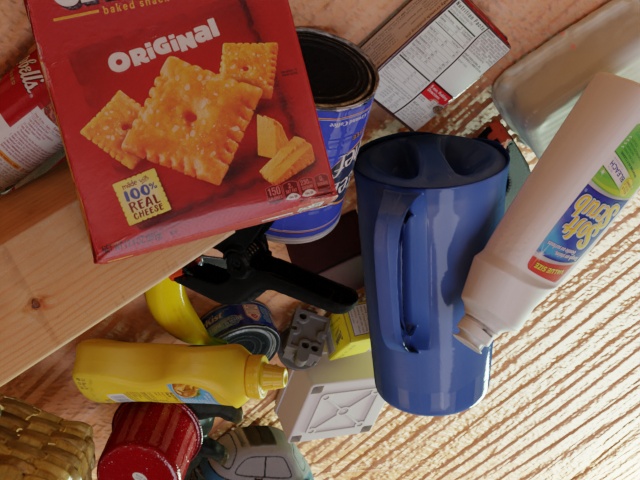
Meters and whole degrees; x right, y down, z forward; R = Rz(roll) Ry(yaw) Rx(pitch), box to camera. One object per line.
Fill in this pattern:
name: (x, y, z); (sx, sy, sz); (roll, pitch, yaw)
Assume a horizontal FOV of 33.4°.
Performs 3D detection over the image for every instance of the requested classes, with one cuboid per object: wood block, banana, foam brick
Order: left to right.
wood block: (-0.177, 0.003, 0.762); (0.205, 0.090, 0.091); (-34, 118, -25)
banana: (-0.127, 0.031, 0.964); (0.069, 0.037, 0.198); (-10, 135, -8)
foam brick: (0.014, 0.019, 1.019); (0.078, 0.051, 0.053); (-26, 142, 1)

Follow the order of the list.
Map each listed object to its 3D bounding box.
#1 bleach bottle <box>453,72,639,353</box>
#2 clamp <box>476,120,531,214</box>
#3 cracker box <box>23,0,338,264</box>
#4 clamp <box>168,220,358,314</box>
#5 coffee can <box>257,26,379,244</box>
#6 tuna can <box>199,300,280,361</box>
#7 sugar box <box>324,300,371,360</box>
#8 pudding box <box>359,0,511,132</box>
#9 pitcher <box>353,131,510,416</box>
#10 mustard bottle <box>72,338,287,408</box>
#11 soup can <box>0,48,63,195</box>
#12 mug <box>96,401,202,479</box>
bleach bottle: (0.196, -0.013, 0.889); (0.251, 0.068, 0.102); (-54, 138, -6)
clamp: (0.163, -0.031, 1.054); (0.164, 0.036, 0.210); (-7, 138, -22)
cracker box: (-0.095, -0.107, 0.696); (0.164, 0.214, 0.072); (-15, -178, -14)
clamp: (-0.055, 0.001, 0.834); (0.039, 0.172, 0.120); (-31, 114, -53)
coffee can: (-0.019, -0.082, 0.846); (0.102, 0.103, 0.140); (-6, 138, -22)
tuna can: (-0.084, 0.100, 1.072); (0.086, 0.034, 0.086); (-15, 140, -13)
sugar box: (0.096, 0.080, 1.114); (0.176, 0.048, 0.093); (-9, 166, -15)
pudding box: (0.088, -0.152, 0.876); (0.114, 0.039, 0.089); (-42, 138, 16)
pitcher: (0.094, 0.036, 0.944); (0.149, 0.145, 0.243); (-12, 117, -18)
mustard bottle: (-0.125, 0.124, 0.990); (0.192, 0.058, 0.096); (1, 159, 14)
soup can: (-0.211, -0.087, 0.765); (0.102, 0.068, 0.068); (-34, 141, 12)
mug: (-0.169, 0.219, 1.039); (0.093, 0.081, 0.117); (9, 115, 2)
